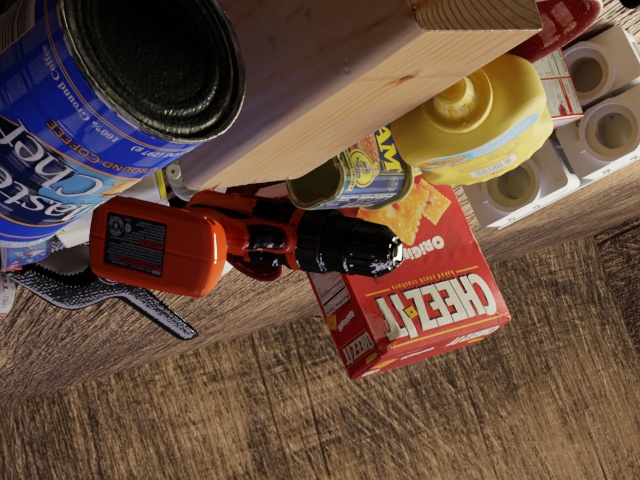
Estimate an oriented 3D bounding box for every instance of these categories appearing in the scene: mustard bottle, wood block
[{"bbox_3d":[0.094,-0.077,0.669,0.096,0.058,0.191,-22,172,12],"label":"mustard bottle"},{"bbox_3d":[0.003,-0.106,0.572,0.090,0.090,0.207,-10,169,-40],"label":"wood block"}]

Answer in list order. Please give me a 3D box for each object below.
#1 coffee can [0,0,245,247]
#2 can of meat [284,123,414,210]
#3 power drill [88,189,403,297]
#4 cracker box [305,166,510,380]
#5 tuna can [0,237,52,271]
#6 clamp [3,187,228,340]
[{"bbox_3d":[-0.120,-0.067,0.510,0.141,0.103,0.102,-25,170,39],"label":"coffee can"},{"bbox_3d":[0.012,-0.072,0.779,0.058,0.102,0.083,-24,168,38],"label":"can of meat"},{"bbox_3d":[-0.055,0.001,0.753,0.185,0.057,0.187,9,-173,28],"label":"power drill"},{"bbox_3d":[0.068,0.009,1.038,0.163,0.214,0.072,-12,161,-31],"label":"cracker box"},{"bbox_3d":[-0.199,-0.025,0.678,0.033,0.086,0.086,-16,172,-25],"label":"tuna can"},{"bbox_3d":[-0.182,0.009,0.959,0.209,0.165,0.036,9,-162,-34],"label":"clamp"}]
